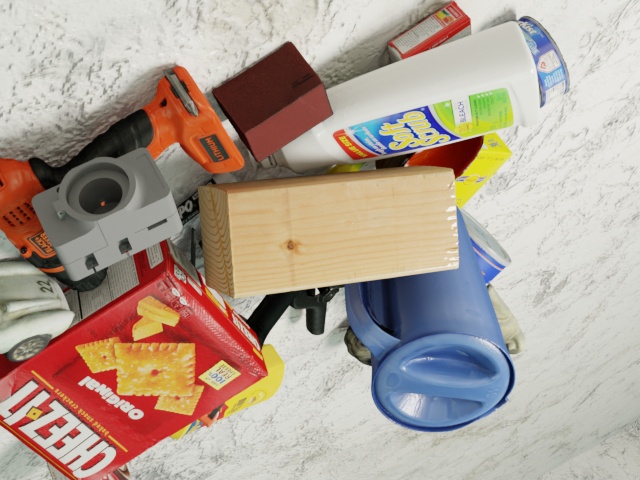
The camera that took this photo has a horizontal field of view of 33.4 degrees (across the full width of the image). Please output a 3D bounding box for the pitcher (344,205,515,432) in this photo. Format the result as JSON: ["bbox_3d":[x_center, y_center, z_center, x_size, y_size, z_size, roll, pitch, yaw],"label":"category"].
[{"bbox_3d":[0.098,0.054,1.054,0.145,0.243,0.149,-8,130,2],"label":"pitcher"}]

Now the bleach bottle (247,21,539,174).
[{"bbox_3d":[0.060,-0.108,0.929,0.251,0.068,0.102,-18,152,5],"label":"bleach bottle"}]

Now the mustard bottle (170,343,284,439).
[{"bbox_3d":[-0.135,0.185,1.246,0.191,0.058,0.096,-19,156,-38],"label":"mustard bottle"}]

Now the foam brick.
[{"bbox_3d":[-0.038,-0.111,0.864,0.078,0.053,0.051,-32,155,-5],"label":"foam brick"}]

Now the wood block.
[{"bbox_3d":[0.007,-0.011,0.928,0.205,0.091,0.090,-6,-172,-21],"label":"wood block"}]

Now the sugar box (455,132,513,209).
[{"bbox_3d":[0.124,-0.050,1.183,0.093,0.048,0.176,-2,138,-50],"label":"sugar box"}]

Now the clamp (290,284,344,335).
[{"bbox_3d":[-0.002,0.059,1.224,0.120,0.039,0.171,-54,149,12],"label":"clamp"}]

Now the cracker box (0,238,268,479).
[{"bbox_3d":[-0.180,0.113,0.960,0.214,0.072,0.164,-33,128,7],"label":"cracker box"}]

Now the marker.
[{"bbox_3d":[-0.126,-0.022,0.952,0.121,0.020,0.020,-38,155,5],"label":"marker"}]

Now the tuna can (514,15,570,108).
[{"bbox_3d":[0.200,-0.169,1.020,0.033,0.086,0.086,-31,155,-6],"label":"tuna can"}]

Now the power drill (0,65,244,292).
[{"bbox_3d":[-0.155,-0.041,0.836,0.187,0.057,0.184,-34,155,-4],"label":"power drill"}]

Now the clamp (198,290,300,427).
[{"bbox_3d":[-0.074,0.100,1.082,0.165,0.036,0.209,-48,-172,36],"label":"clamp"}]

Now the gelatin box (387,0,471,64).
[{"bbox_3d":[0.101,-0.165,0.970,0.073,0.030,0.089,-33,154,-7],"label":"gelatin box"}]
